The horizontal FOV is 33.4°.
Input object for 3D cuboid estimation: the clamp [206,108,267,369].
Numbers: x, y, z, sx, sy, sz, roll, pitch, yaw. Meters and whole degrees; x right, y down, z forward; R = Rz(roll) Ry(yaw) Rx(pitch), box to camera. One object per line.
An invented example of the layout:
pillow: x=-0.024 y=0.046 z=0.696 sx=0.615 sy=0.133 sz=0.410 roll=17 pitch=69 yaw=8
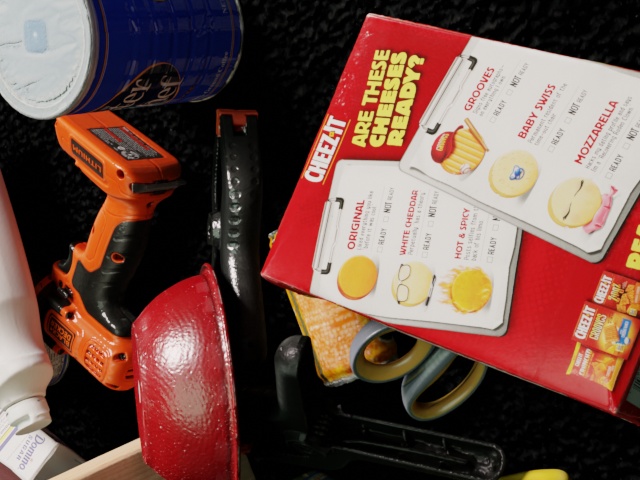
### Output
clamp: x=-0.055 y=0.001 z=0.709 sx=0.120 sy=0.039 sz=0.171 roll=-146 pitch=54 yaw=-66

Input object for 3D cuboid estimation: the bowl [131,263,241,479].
bowl: x=-0.092 y=0.097 z=0.699 sx=0.162 sy=0.055 sz=0.162 roll=175 pitch=90 yaw=-77

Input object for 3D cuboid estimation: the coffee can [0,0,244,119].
coffee can: x=-0.133 y=-0.137 z=0.701 sx=0.103 sy=0.140 sz=0.103 roll=9 pitch=106 yaw=35

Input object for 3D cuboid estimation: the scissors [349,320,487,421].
scissors: x=0.086 y=0.028 z=0.621 sx=0.016 sy=0.096 sz=0.202 roll=-102 pitch=32 yaw=-54

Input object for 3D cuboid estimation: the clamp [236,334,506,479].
clamp: x=0.007 y=0.122 z=0.689 sx=0.164 sy=0.036 sz=0.210 roll=30 pitch=153 yaw=-16

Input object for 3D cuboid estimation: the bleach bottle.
bleach bottle: x=-0.259 y=0.026 z=0.820 sx=0.103 sy=0.067 sz=0.251 roll=-40 pitch=68 yaw=44

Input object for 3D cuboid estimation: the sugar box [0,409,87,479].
sugar box: x=-0.268 y=0.157 z=0.900 sx=0.176 sy=0.093 sz=0.048 roll=26 pitch=71 yaw=27

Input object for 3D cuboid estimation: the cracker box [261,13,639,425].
cracker box: x=0.096 y=-0.017 z=0.568 sx=0.214 sy=0.072 sz=0.164 roll=19 pitch=84 yaw=33

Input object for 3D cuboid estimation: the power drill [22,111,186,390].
power drill: x=-0.182 y=-0.003 z=0.822 sx=0.185 sy=0.057 sz=0.188 roll=34 pitch=120 yaw=30
